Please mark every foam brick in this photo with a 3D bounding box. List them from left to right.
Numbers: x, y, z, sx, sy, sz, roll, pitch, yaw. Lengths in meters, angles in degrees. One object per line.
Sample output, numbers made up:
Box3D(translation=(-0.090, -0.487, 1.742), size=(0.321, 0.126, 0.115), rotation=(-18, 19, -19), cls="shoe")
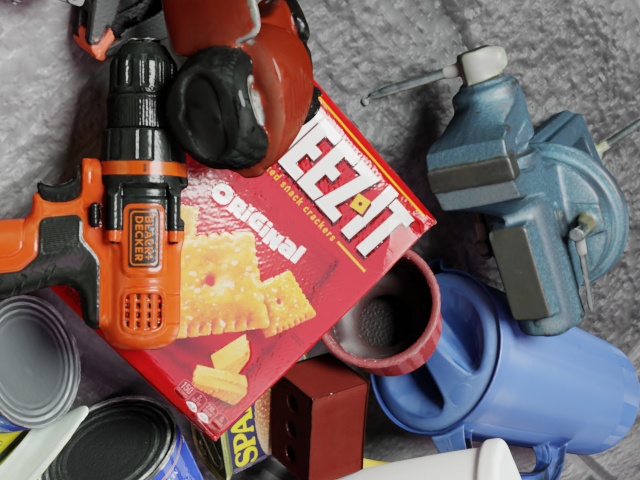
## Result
Box3D(translation=(-0.001, 0.131, 0.783), size=(0.051, 0.053, 0.078), rotation=(-14, 118, -33), cls="foam brick")

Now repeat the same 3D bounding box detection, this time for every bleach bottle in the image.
Box3D(translation=(0.027, 0.214, 0.809), size=(0.251, 0.068, 0.102), rotation=(-11, 121, 22), cls="bleach bottle")

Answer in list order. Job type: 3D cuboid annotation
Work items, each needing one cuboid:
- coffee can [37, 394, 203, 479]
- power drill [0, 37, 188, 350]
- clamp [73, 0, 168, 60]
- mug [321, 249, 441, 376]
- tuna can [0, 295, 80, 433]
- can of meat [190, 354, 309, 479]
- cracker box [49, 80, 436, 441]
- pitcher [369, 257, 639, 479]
Box3D(translation=(-0.129, 0.197, 0.771), size=(0.102, 0.103, 0.140), rotation=(-30, 126, -17), cls="coffee can")
Box3D(translation=(-0.170, -0.027, 0.615), size=(0.187, 0.057, 0.184), rotation=(0, 89, -10), cls="power drill")
Box3D(translation=(-0.092, -0.188, 0.644), size=(0.171, 0.039, 0.120), rotation=(-46, 129, -10), cls="clamp")
Box3D(translation=(0.038, 0.049, 0.801), size=(0.093, 0.117, 0.081), rotation=(-52, 160, -6), cls="mug")
Box3D(translation=(-0.196, 0.080, 0.683), size=(0.086, 0.034, 0.086), rotation=(32, 50, -50), cls="tuna can")
Box3D(translation=(-0.053, 0.121, 0.813), size=(0.083, 0.058, 0.102), rotation=(-21, 123, -26), cls="can of meat")
Box3D(translation=(-0.055, 0.001, 0.709), size=(0.213, 0.072, 0.164), rotation=(-44, 106, -5), cls="cracker box")
Box3D(translation=(0.168, 0.125, 0.906), size=(0.242, 0.145, 0.149), rotation=(20, 98, -41), cls="pitcher")
